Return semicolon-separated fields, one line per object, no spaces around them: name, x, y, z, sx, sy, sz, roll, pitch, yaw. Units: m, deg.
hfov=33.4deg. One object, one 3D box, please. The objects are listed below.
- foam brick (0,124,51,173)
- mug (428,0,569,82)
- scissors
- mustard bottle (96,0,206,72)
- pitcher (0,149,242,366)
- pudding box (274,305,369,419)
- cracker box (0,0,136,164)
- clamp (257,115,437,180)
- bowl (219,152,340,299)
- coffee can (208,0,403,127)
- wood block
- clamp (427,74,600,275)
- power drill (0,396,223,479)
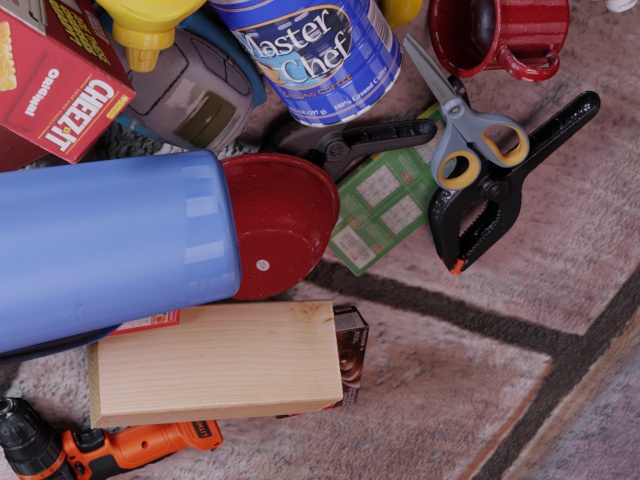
foam brick;-0.235;-0.092;0.765;0.051;0.053;0.078;-26;133;-7
mug;0.153;-0.172;0.866;0.081;0.117;0.093;-7;141;-29
scissors;0.100;-0.096;0.884;0.096;0.016;0.201;-41;138;24
mustard bottle;-0.106;-0.197;0.670;0.096;0.058;0.192;-6;125;-25
pitcher;-0.182;0.014;0.757;0.242;0.149;0.145;-10;92;-7
pudding box;-0.004;0.123;1.067;0.090;0.039;0.113;-9;128;-20
cracker box;-0.230;-0.154;0.642;0.072;0.164;0.213;-46;132;14
clamp;0.009;-0.095;0.898;0.171;0.039;0.120;-28;129;-2
bowl;-0.056;0.001;0.901;0.162;0.055;0.162;-10;141;-8
coffee can;-0.013;-0.167;0.788;0.103;0.103;0.140;-37;134;3
wood block;-0.095;0.108;0.935;0.205;0.091;0.090;-2;163;-18
clamp;0.147;-0.060;0.984;0.164;0.036;0.210;9;122;-29
power drill;-0.197;0.178;1.000;0.187;0.057;0.184;-23;137;-6
